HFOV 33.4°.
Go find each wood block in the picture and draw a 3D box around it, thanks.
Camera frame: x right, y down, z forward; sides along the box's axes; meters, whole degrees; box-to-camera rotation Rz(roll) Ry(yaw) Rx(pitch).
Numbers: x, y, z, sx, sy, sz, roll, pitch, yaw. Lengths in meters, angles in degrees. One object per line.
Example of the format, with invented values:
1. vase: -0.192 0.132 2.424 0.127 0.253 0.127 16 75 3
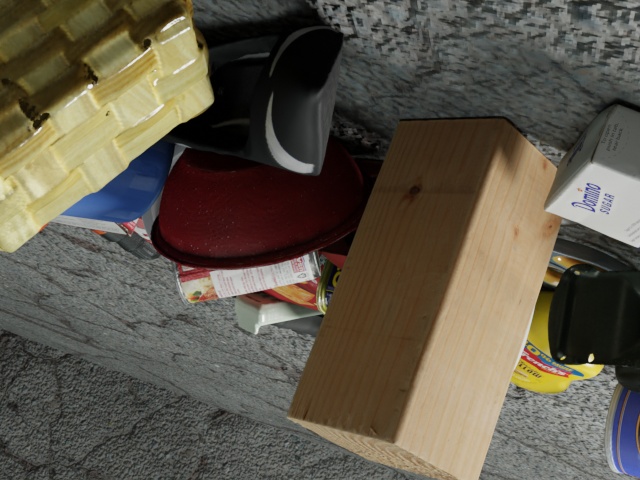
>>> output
1. wood block: 0.071 0.035 0.665 0.091 0.206 0.090 5 157 46

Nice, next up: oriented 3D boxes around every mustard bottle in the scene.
1. mustard bottle: 0.201 0.086 0.936 0.096 0.058 0.192 34 164 5

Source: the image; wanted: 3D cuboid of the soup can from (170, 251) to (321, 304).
1. soup can: -0.056 0.004 0.784 0.102 0.068 0.068 -11 160 3

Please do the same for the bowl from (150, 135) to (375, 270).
1. bowl: -0.044 -0.043 0.734 0.162 0.161 0.055 10 125 35

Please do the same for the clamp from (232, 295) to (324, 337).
1. clamp: -0.032 0.086 1.258 0.165 0.036 0.209 26 -179 44
